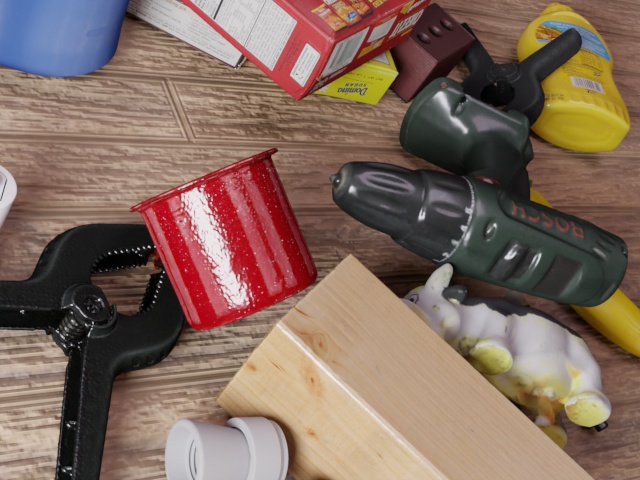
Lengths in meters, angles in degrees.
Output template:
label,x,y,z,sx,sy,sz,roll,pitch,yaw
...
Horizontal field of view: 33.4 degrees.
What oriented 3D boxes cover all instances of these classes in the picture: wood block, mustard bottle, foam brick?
label,x,y,z,sx,sy,sz,roll,pitch,yaw
wood block,0.052,0.121,0.628,0.206,0.090,0.090,43,41,6
mustard bottle,0.242,-0.172,1.049,0.096,0.058,0.191,12,46,-11
foam brick,0.088,-0.167,0.941,0.053,0.051,0.078,44,42,7

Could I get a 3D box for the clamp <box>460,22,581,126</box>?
label,x,y,z,sx,sy,sz,roll,pitch,yaw
clamp,0.176,-0.144,0.963,0.120,0.039,0.171,-4,46,15

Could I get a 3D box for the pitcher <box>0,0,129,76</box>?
label,x,y,z,sx,sy,sz,roll,pitch,yaw
pitcher,-0.165,-0.230,0.672,0.144,0.243,0.149,7,44,-27

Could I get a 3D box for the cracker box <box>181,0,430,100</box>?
label,x,y,z,sx,sy,sz,roll,pitch,yaw
cracker box,-0.038,-0.217,0.818,0.214,0.072,0.163,42,43,9

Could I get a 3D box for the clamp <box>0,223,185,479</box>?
label,x,y,z,sx,sy,sz,roll,pitch,yaw
clamp,-0.144,0.041,0.596,0.164,0.036,0.209,43,39,-7

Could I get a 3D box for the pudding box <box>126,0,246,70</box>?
label,x,y,z,sx,sy,sz,roll,pitch,yaw
pudding box,-0.099,-0.196,0.845,0.113,0.039,0.090,25,43,-12

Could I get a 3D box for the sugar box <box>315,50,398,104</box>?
label,x,y,z,sx,sy,sz,roll,pitch,yaw
sugar box,-0.003,-0.198,0.911,0.093,0.048,0.176,8,47,-29

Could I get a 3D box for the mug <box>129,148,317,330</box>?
label,x,y,z,sx,sy,sz,roll,pitch,yaw
mug,-0.054,0.001,0.634,0.093,0.117,0.081,-23,94,-7
